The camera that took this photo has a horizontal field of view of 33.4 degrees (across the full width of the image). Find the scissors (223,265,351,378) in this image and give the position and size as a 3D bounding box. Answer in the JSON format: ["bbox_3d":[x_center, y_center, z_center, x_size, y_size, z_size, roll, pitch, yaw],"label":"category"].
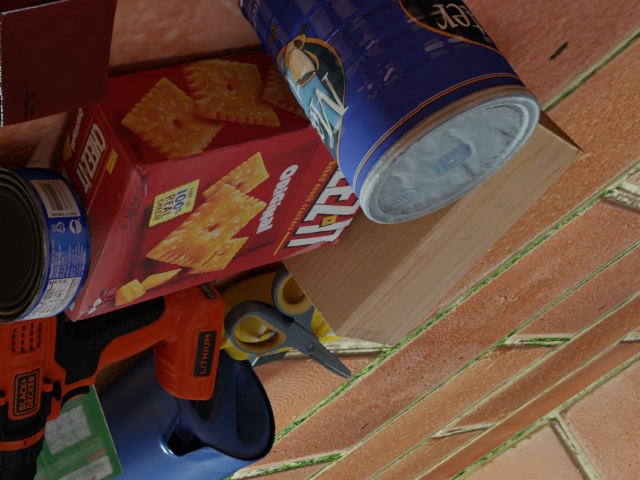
[{"bbox_3d":[-0.005,0.070,0.904,0.096,0.016,0.201,-55,145,11],"label":"scissors"}]

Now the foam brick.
[{"bbox_3d":[-0.125,-0.097,0.468,0.052,0.051,0.078,-19,156,-26],"label":"foam brick"}]

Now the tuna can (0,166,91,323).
[{"bbox_3d":[-0.165,0.002,0.589,0.033,0.086,0.086,-5,147,-51],"label":"tuna can"}]

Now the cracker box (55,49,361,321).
[{"bbox_3d":[-0.055,-0.039,0.661,0.213,0.072,0.164,-16,155,-35],"label":"cracker box"}]

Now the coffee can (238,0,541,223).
[{"bbox_3d":[0.034,-0.095,0.559,0.102,0.140,0.103,-26,159,-11],"label":"coffee can"}]

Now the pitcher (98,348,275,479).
[{"bbox_3d":[-0.165,0.189,0.971,0.243,0.145,0.149,-36,143,23],"label":"pitcher"}]

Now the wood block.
[{"bbox_3d":[0.077,-0.027,0.784,0.206,0.091,0.090,-48,147,18],"label":"wood block"}]

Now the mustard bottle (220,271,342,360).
[{"bbox_3d":[-0.036,0.063,0.935,0.191,0.058,0.096,-8,148,-45],"label":"mustard bottle"}]

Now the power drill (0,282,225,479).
[{"bbox_3d":[-0.162,0.101,0.771,0.187,0.057,0.184,-15,127,-41],"label":"power drill"}]
